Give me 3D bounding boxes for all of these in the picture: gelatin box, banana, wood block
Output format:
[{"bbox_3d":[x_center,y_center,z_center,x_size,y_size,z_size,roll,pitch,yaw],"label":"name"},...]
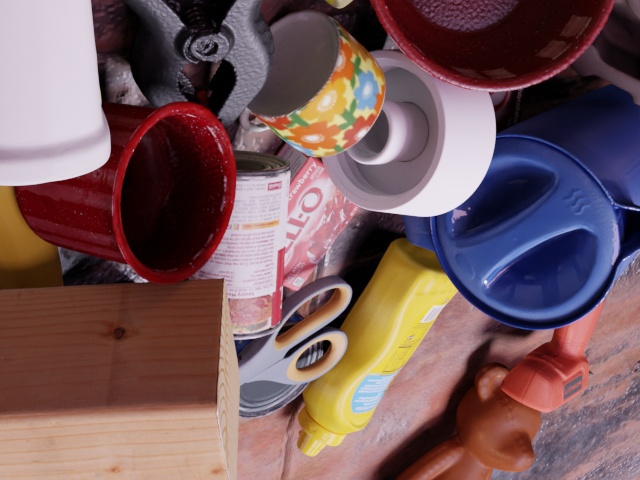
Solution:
[{"bbox_3d":[-0.019,-0.015,0.718,0.089,0.030,0.073,-53,141,7],"label":"gelatin box"},{"bbox_3d":[-0.177,0.020,0.595,0.069,0.037,0.198,-17,133,-33],"label":"banana"},{"bbox_3d":[-0.150,0.085,0.555,0.206,0.091,0.090,-3,133,1],"label":"wood block"}]

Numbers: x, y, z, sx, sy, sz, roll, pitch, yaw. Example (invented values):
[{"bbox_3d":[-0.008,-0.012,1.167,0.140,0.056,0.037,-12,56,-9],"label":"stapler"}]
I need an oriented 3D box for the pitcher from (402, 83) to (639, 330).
[{"bbox_3d":[0.182,-0.041,0.779,0.242,0.149,0.145,-30,157,-51],"label":"pitcher"}]

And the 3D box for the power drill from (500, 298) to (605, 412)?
[{"bbox_3d":[0.221,0.055,0.939,0.184,0.057,0.188,-13,126,-53],"label":"power drill"}]

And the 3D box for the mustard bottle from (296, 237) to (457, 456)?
[{"bbox_3d":[0.037,0.090,0.833,0.192,0.058,0.096,-59,160,15],"label":"mustard bottle"}]

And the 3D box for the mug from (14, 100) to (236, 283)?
[{"bbox_3d":[-0.097,-0.035,0.566,0.117,0.082,0.093,-36,129,-46],"label":"mug"}]

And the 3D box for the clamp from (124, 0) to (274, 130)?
[{"bbox_3d":[-0.072,-0.116,0.557,0.120,0.039,0.172,1,141,-13],"label":"clamp"}]

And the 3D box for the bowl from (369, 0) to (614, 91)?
[{"bbox_3d":[0.096,-0.170,0.636,0.162,0.055,0.162,-2,99,-12],"label":"bowl"}]

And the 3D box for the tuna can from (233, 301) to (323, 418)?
[{"bbox_3d":[-0.042,0.086,0.780,0.086,0.034,0.086,-24,136,-26],"label":"tuna can"}]

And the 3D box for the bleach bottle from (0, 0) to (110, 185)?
[{"bbox_3d":[-0.130,-0.153,0.438,0.068,0.103,0.251,-11,130,-23],"label":"bleach bottle"}]

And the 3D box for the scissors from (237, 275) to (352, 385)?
[{"bbox_3d":[-0.054,0.101,0.739,0.201,0.016,0.096,-40,141,-9],"label":"scissors"}]

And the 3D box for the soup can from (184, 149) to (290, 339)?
[{"bbox_3d":[-0.054,0.001,0.648,0.068,0.069,0.102,-8,109,-38],"label":"soup can"}]
